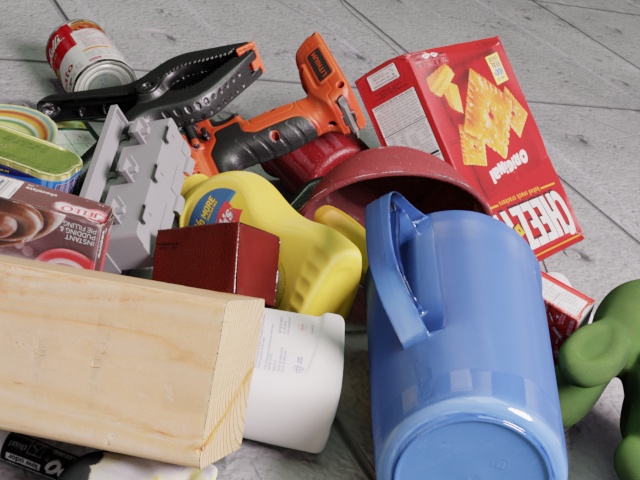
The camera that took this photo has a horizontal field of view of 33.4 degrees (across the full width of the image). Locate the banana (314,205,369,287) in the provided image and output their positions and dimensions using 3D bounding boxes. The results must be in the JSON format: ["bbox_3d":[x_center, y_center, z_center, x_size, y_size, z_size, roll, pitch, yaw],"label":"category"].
[{"bbox_3d":[0.076,0.020,0.852,0.197,0.070,0.037,11,17,-23],"label":"banana"}]

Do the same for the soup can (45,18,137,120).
[{"bbox_3d":[-0.230,-0.172,1.076,0.068,0.069,0.102,-1,33,-31],"label":"soup can"}]

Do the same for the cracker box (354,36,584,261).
[{"bbox_3d":[0.141,-0.072,0.972,0.163,0.072,0.214,-19,85,-49],"label":"cracker box"}]

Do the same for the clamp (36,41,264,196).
[{"bbox_3d":[-0.153,-0.123,0.938,0.210,0.036,0.165,-29,40,-10],"label":"clamp"}]

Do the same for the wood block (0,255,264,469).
[{"bbox_3d":[-0.146,0.060,0.600,0.206,0.090,0.090,9,-2,10],"label":"wood block"}]

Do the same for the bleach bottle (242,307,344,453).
[{"bbox_3d":[-0.112,0.070,0.705,0.250,0.068,0.102,13,28,-4],"label":"bleach bottle"}]

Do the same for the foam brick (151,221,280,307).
[{"bbox_3d":[-0.074,0.019,0.760,0.078,0.053,0.051,-4,-15,34],"label":"foam brick"}]

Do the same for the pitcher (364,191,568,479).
[{"bbox_3d":[0.086,0.077,0.696,0.149,0.145,0.242,13,25,-2],"label":"pitcher"}]

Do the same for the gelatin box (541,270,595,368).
[{"bbox_3d":[0.170,0.065,0.842,0.073,0.089,0.030,32,53,25],"label":"gelatin box"}]

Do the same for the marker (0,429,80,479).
[{"bbox_3d":[-0.139,0.134,0.615,0.121,0.020,0.020,20,28,5],"label":"marker"}]

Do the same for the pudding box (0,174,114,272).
[{"bbox_3d":[-0.206,0.006,0.736,0.113,0.090,0.039,17,26,1],"label":"pudding box"}]

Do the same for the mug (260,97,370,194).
[{"bbox_3d":[0.006,-0.070,1.016,0.082,0.093,0.117,49,4,38],"label":"mug"}]

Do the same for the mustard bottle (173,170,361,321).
[{"bbox_3d":[-0.056,0.001,0.823,0.058,0.096,0.192,-10,38,-45],"label":"mustard bottle"}]

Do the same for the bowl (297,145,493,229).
[{"bbox_3d":[0.056,-0.027,0.863,0.162,0.162,0.055,9,56,-16],"label":"bowl"}]

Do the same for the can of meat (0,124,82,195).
[{"bbox_3d":[-0.234,-0.034,0.801,0.102,0.084,0.057,19,27,4],"label":"can of meat"}]

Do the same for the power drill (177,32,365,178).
[{"bbox_3d":[-0.066,-0.111,0.963,0.187,0.057,0.184,-29,48,3],"label":"power drill"}]
